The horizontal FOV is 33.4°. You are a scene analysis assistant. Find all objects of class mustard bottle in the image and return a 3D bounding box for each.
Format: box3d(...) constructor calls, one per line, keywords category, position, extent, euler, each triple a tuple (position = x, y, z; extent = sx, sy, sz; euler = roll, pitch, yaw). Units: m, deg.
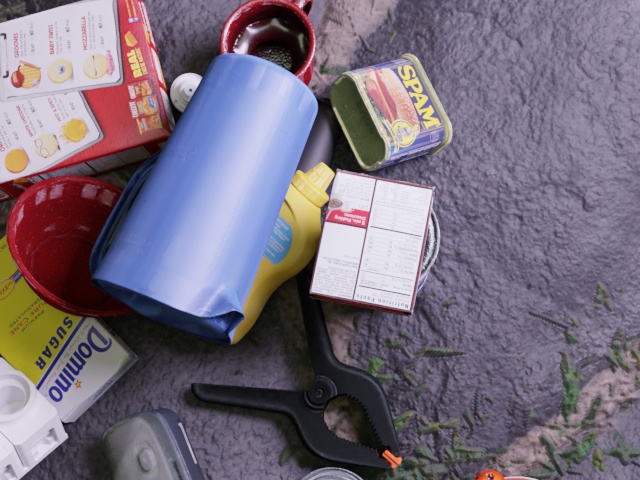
box3d(category="mustard bottle", position=(-0.057, 0.001, 1.024), extent=(0.192, 0.058, 0.096), euler=(-48, 61, 8))

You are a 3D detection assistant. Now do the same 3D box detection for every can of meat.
box3d(category="can of meat", position=(0.066, -0.124, 1.042), extent=(0.083, 0.058, 0.102), euler=(-19, 79, -34))

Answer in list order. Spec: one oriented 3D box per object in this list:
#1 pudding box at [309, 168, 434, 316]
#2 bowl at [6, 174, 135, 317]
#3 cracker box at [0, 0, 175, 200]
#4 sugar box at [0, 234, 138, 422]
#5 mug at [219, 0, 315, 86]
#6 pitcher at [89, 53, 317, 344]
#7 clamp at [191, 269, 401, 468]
box3d(category="pudding box", position=(0.044, 0.002, 0.908), extent=(0.090, 0.039, 0.113), euler=(11, 84, 4))
box3d(category="bowl", position=(-0.229, 0.017, 1.030), extent=(0.162, 0.055, 0.162), euler=(18, 47, -21))
box3d(category="cracker box", position=(-0.263, -0.143, 1.071), extent=(0.213, 0.072, 0.164), euler=(-16, 79, 1))
box3d(category="sugar box", position=(-0.273, 0.085, 1.050), extent=(0.176, 0.048, 0.093), euler=(44, 86, 9))
box3d(category="mug", position=(-0.043, -0.194, 1.063), extent=(0.093, 0.081, 0.117), euler=(29, 84, 6))
box3d(category="pitcher", position=(-0.103, -0.041, 0.956), extent=(0.149, 0.145, 0.242), euler=(24, 76, -5))
box3d(category="clamp", position=(0.002, 0.138, 1.033), extent=(0.210, 0.036, 0.164), euler=(34, 85, 11))
